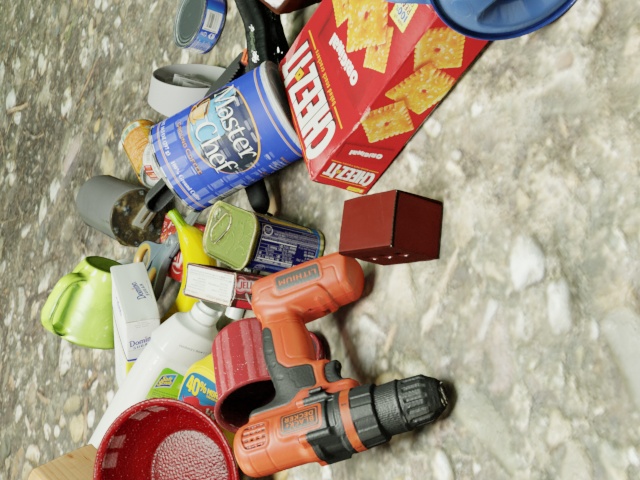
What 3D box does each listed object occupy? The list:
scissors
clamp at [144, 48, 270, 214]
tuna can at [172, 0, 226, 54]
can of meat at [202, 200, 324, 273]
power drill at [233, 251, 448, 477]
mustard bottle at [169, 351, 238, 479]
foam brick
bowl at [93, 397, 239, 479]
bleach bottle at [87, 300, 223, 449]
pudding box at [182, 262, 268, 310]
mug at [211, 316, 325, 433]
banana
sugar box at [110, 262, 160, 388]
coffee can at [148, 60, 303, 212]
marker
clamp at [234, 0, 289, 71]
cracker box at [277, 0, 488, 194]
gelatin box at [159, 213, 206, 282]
[{"bbox_3d":[-0.181,-0.003,1.263,0.202,0.016,0.096,-60,37,26],"label":"scissors"},{"bbox_3d":[-0.112,-0.117,1.191,0.165,0.036,0.210,-4,64,29],"label":"clamp"},{"bbox_3d":[-0.154,-0.282,1.362,0.086,0.033,0.086,-26,58,51],"label":"tuna can"},{"bbox_3d":[-0.057,0.001,1.067,0.102,0.083,0.057,21,97,57],"label":"can of meat"},{"bbox_3d":[0.010,0.100,0.914,0.184,0.057,0.187,-19,46,13],"label":"power drill"},{"bbox_3d":[-0.111,0.182,1.107,0.096,0.058,0.192,21,96,44],"label":"mustard bottle"},{"bbox_3d":[0.059,-0.010,0.922,0.078,0.052,0.051,-10,71,56],"label":"foam brick"},{"bbox_3d":[-0.142,0.234,1.051,0.162,0.055,0.162,-1,87,22],"label":"bowl"},{"bbox_3d":[-0.173,0.173,1.187,0.251,0.102,0.068,-59,39,16],"label":"bleach bottle"},{"bbox_3d":[-0.074,0.050,1.071,0.114,0.089,0.039,4,83,58],"label":"pudding box"},{"bbox_3d":[-0.050,0.123,1.022,0.117,0.093,0.081,-27,45,13],"label":"mug"},{"bbox_3d":[-0.151,0.054,1.211,0.070,0.037,0.198,38,132,28],"label":"banana"},{"bbox_3d":[-0.213,0.120,1.240,0.093,0.048,0.176,-115,26,-42],"label":"sugar box"},{"bbox_3d":[-0.088,-0.104,1.084,0.140,0.102,0.103,-27,52,15],"label":"coffee can"},{"bbox_3d":[-0.074,0.027,1.145,0.020,0.020,0.121,35,108,56],"label":"marker"},{"bbox_3d":[-0.057,-0.230,1.145,0.039,0.120,0.171,0,116,25],"label":"clamp"},{"bbox_3d":[0.050,-0.174,0.976,0.214,0.072,0.164,-50,41,36],"label":"cracker box"},{"bbox_3d":[-0.166,0.010,1.279,0.089,0.030,0.073,17,94,58],"label":"gelatin box"}]
